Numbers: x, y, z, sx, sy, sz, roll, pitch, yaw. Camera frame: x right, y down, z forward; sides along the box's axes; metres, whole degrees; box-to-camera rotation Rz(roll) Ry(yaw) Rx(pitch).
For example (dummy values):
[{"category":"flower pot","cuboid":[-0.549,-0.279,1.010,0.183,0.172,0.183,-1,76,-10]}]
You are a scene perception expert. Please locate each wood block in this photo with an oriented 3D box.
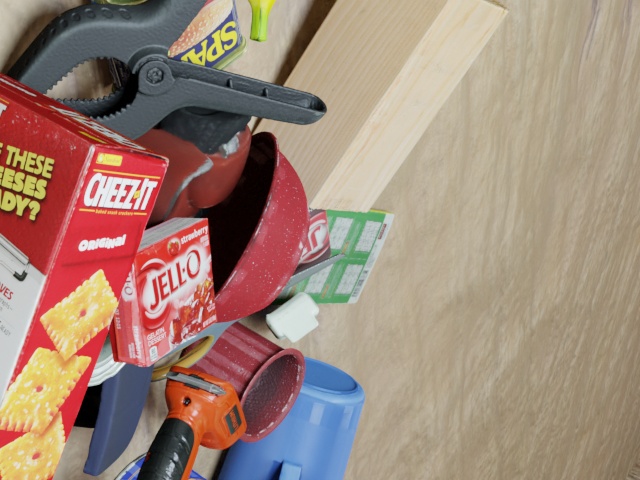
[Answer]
[{"category":"wood block","cuboid":[0.044,-0.131,0.866,0.090,0.091,0.206,1,129,-54]}]

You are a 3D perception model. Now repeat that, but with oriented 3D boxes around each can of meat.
[{"category":"can of meat","cuboid":[-0.101,-0.149,0.711,0.102,0.058,0.084,-44,144,-30]}]

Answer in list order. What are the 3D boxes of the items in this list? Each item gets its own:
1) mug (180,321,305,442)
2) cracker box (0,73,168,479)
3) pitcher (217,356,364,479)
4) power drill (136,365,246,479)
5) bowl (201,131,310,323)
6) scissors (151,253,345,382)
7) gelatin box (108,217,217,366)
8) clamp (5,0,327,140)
[{"category":"mug","cuboid":[-0.067,0.120,0.965,0.117,0.082,0.093,-5,118,-57]},{"category":"cracker box","cuboid":[-0.193,0.020,0.590,0.072,0.164,0.214,4,111,-61]},{"category":"pitcher","cuboid":[-0.040,0.246,1.061,0.144,0.149,0.243,7,105,-46]},{"category":"power drill","cuboid":[-0.118,0.207,0.834,0.184,0.057,0.187,84,24,-58]},{"category":"bowl","cuboid":[-0.055,0.001,0.804,0.055,0.162,0.162,27,90,-22]},{"category":"scissors","cuboid":[-0.074,0.047,0.891,0.201,0.016,0.096,-36,142,-4]},{"category":"gelatin box","cuboid":[-0.101,0.031,0.680,0.089,0.030,0.073,-32,121,-61]},{"category":"clamp","cuboid":[-0.098,-0.105,0.663,0.210,0.036,0.164,-25,131,-1]}]
